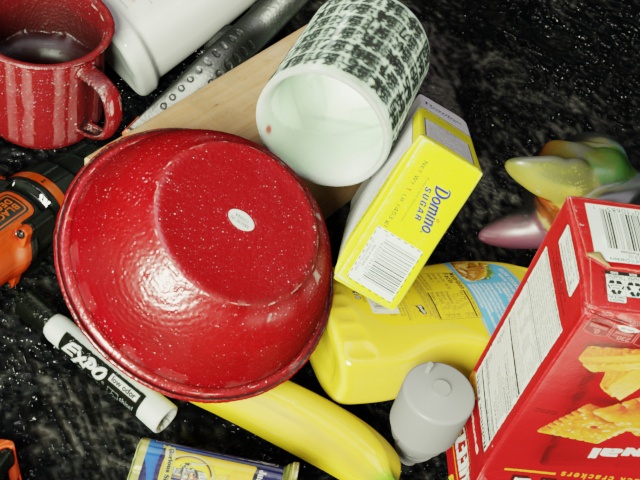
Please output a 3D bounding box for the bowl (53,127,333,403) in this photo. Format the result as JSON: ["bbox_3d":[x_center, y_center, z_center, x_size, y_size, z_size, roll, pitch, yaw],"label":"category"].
[{"bbox_3d":[-0.054,0.001,0.561,0.161,0.055,0.162,12,62,-24],"label":"bowl"}]

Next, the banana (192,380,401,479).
[{"bbox_3d":[-0.032,0.091,0.596,0.198,0.069,0.037,25,80,14],"label":"banana"}]

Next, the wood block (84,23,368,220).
[{"bbox_3d":[-0.045,-0.047,0.692,0.090,0.091,0.205,37,51,18],"label":"wood block"}]

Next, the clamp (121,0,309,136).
[{"bbox_3d":[-0.063,-0.132,0.762,0.036,0.165,0.209,44,73,-8],"label":"clamp"}]

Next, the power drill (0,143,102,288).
[{"bbox_3d":[-0.237,-0.047,0.648,0.188,0.057,0.184,31,36,7],"label":"power drill"}]

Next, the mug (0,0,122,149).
[{"bbox_3d":[-0.179,-0.110,0.721,0.117,0.082,0.093,34,50,16],"label":"mug"}]

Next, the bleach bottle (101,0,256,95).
[{"bbox_3d":[-0.064,-0.218,0.800,0.250,0.068,0.103,-37,63,-14],"label":"bleach bottle"}]

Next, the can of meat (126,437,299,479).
[{"bbox_3d":[-0.061,0.155,0.537,0.084,0.057,0.102,12,48,-1],"label":"can of meat"}]

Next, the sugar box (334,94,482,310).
[{"bbox_3d":[0.053,-0.030,0.645,0.048,0.093,0.176,32,16,-1],"label":"sugar box"}]

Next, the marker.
[{"bbox_3d":[-0.133,0.067,0.620,0.121,0.020,0.020,36,51,18],"label":"marker"}]

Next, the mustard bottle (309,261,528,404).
[{"bbox_3d":[0.088,0.051,0.658,0.191,0.058,0.096,-3,33,-17],"label":"mustard bottle"}]

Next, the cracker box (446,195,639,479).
[{"bbox_3d":[0.172,0.079,0.552,0.164,0.214,0.072,7,50,-7],"label":"cracker box"}]
